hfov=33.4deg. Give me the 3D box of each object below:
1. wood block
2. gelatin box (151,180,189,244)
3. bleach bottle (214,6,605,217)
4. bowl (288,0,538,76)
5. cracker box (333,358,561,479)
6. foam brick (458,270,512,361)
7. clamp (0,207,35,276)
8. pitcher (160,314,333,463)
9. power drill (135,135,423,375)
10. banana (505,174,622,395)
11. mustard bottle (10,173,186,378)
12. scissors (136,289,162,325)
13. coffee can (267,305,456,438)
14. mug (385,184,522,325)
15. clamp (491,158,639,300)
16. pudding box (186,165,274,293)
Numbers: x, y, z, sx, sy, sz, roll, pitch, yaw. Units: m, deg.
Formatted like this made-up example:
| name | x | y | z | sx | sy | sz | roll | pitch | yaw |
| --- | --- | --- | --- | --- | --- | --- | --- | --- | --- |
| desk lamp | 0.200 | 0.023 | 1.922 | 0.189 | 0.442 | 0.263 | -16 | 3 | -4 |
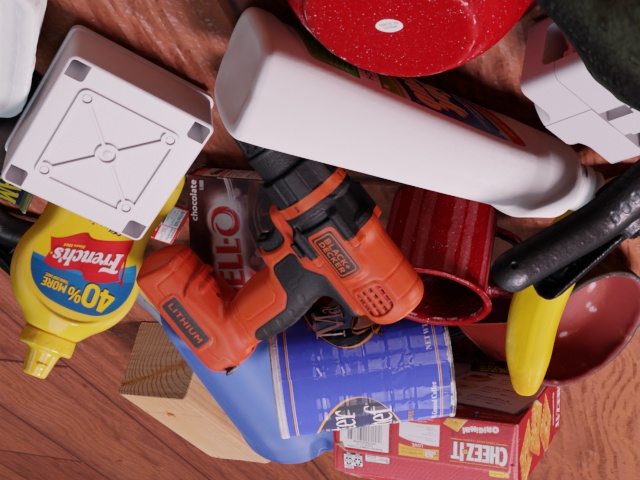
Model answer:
| name | x | y | z | sx | sy | sz | roll | pitch | yaw |
| --- | --- | --- | --- | --- | --- | --- | --- | --- | --- |
| wood block | -0.130 | 0.179 | 1.237 | 0.091 | 0.090 | 0.206 | 0 | 151 | 27 |
| gelatin box | -0.152 | -0.036 | 0.889 | 0.089 | 0.030 | 0.073 | 20 | 152 | -12 |
| bleach bottle | 0.064 | -0.067 | 0.667 | 0.250 | 0.102 | 0.068 | 16 | 113 | -21 |
| bowl | 0.042 | -0.136 | 0.567 | 0.162 | 0.055 | 0.162 | 11 | 154 | 5 |
| cracker box | 0.124 | 0.164 | 0.986 | 0.164 | 0.072 | 0.213 | 3 | -174 | 22 |
| foam brick | 0.159 | 0.065 | 0.911 | 0.053 | 0.051 | 0.078 | -4 | 148 | 34 |
| clamp | -0.319 | -0.008 | 1.015 | 0.209 | 0.036 | 0.165 | 28 | 151 | -22 |
| pitcher | -0.066 | 0.106 | 1.036 | 0.149 | 0.145 | 0.242 | -9 | 144 | 16 |
| power drill | -0.045 | 0.006 | 0.753 | 0.188 | 0.057 | 0.184 | -29 | 103 | 38 |
| banana | 0.178 | 0.021 | 0.744 | 0.037 | 0.070 | 0.198 | -6 | 138 | -57 |
| mustard bottle | -0.179 | 0.012 | 0.806 | 0.096 | 0.191 | 0.058 | 25 | 170 | -23 |
| scissors | -0.147 | 0.080 | 1.064 | 0.201 | 0.016 | 0.096 | 49 | 159 | -28 |
| coffee can | 0.032 | 0.101 | 0.865 | 0.140 | 0.103 | 0.103 | -7 | 153 | 0 |
| mug | 0.099 | 0.010 | 0.796 | 0.117 | 0.081 | 0.093 | 9 | 154 | 9 |
| clamp | 0.187 | -0.015 | 0.669 | 0.171 | 0.039 | 0.120 | -34 | 167 | 9 |
| pudding box | -0.055 | 0.001 | 0.833 | 0.090 | 0.113 | 0.039 | 5 | -164 | 16 |
